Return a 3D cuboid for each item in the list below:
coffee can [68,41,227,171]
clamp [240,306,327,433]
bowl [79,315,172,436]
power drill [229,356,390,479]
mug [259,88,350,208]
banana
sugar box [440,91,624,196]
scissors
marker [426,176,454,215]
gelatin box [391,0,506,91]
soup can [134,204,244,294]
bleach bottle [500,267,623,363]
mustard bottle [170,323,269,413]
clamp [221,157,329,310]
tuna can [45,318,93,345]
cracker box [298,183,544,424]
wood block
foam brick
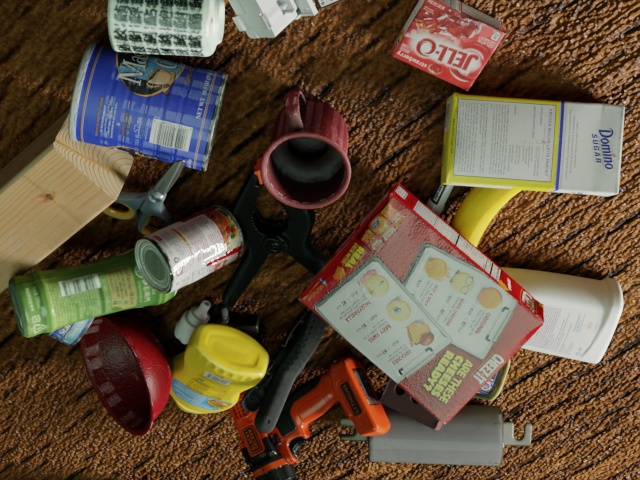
[{"bbox_3d":[-0.174,-0.136,1.083,0.140,0.102,0.103,13,126,-5],"label":"coffee can"},{"bbox_3d":[-0.039,0.150,1.268,0.039,0.120,0.171,29,97,-19],"label":"clamp"},{"bbox_3d":[-0.229,0.154,1.303,0.162,0.055,0.162,31,133,40],"label":"bowl"},{"bbox_3d":[-0.011,0.242,1.326,0.188,0.057,0.184,-30,76,17],"label":"power drill"},{"bbox_3d":[-0.016,-0.103,1.107,0.093,0.081,0.117,-11,125,12],"label":"mug"},{"bbox_3d":[0.196,-0.042,1.156,0.069,0.037,0.198,45,117,-8],"label":"banana"},{"bbox_3d":[0.215,-0.097,1.089,0.176,0.048,0.093,5,90,-2],"label":"sugar box"},{"bbox_3d":[-0.194,-0.053,1.145,0.096,0.016,0.202,18,154,-1],"label":"scissors"},{"bbox_3d":[0.145,-0.077,1.151,0.020,0.020,0.121,18,126,-9],"label":"marker"},{"bbox_3d":[0.127,-0.198,1.056,0.089,0.030,0.073,24,125,-12],"label":"gelatin box"},{"bbox_3d":[-0.144,0.010,1.175,0.069,0.102,0.068,29,132,38],"label":"soup can"},{"bbox_3d":[0.210,0.069,1.230,0.251,0.068,0.103,12,122,-1],"label":"bleach bottle"},{"bbox_3d":[-0.139,0.169,1.314,0.096,0.058,0.192,24,145,-13],"label":"mustard bottle"},{"bbox_3d":[-0.058,0.001,1.216,0.165,0.036,0.210,-10,126,12],"label":"clamp"},{"bbox_3d":[-0.290,0.081,1.265,0.033,0.086,0.086,31,123,-19],"label":"tuna can"},{"bbox_3d":[0.110,0.067,1.165,0.213,0.072,0.164,40,110,0],"label":"cracker box"},{"bbox_3d":[-0.314,-0.041,1.174,0.206,0.090,0.090,-34,116,26],"label":"wood block"},{"bbox_3d":[0.120,0.193,1.305,0.078,0.051,0.053,24,84,15],"label":"foam brick"}]
